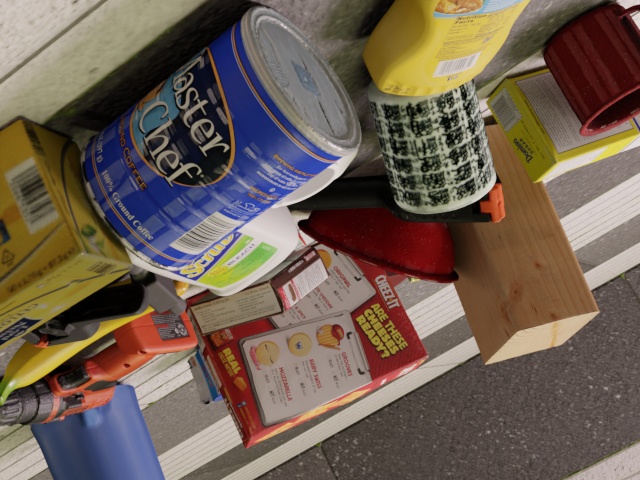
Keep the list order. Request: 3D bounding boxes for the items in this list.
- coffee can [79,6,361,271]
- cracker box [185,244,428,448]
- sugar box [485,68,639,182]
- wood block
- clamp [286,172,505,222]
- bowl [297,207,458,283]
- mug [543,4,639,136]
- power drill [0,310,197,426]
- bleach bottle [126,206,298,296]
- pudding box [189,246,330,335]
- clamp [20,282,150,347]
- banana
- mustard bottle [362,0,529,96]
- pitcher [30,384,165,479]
[{"bbox_3d":[-0.061,-0.060,0.650,0.140,0.103,0.102,-34,164,23],"label":"coffee can"},{"bbox_3d":[-0.018,0.104,1.155,0.213,0.164,0.072,-23,166,-16],"label":"cracker box"},{"bbox_3d":[0.249,-0.122,0.998,0.175,0.093,0.048,-17,163,-32],"label":"sugar box"},{"bbox_3d":[0.174,0.000,1.028,0.090,0.206,0.091,-12,157,-19],"label":"wood block"},{"bbox_3d":[0.089,-0.049,0.900,0.164,0.036,0.210,-24,-159,-33],"label":"clamp"},{"bbox_3d":[0.062,-0.014,1.003,0.161,0.162,0.055,1,111,-61],"label":"bowl"},{"bbox_3d":[0.251,-0.154,0.914,0.093,0.081,0.117,-17,162,-35],"label":"mug"},{"bbox_3d":[-0.231,0.126,1.073,0.188,0.057,0.184,-31,169,25],"label":"power drill"},{"bbox_3d":[-0.112,-0.011,0.808,0.103,0.068,0.250,-34,162,18],"label":"bleach bottle"},{"bbox_3d":[-0.060,0.050,1.053,0.114,0.039,0.089,-21,-169,37],"label":"pudding box"},{"bbox_3d":[-0.202,0.057,0.856,0.120,0.039,0.172,12,162,-10],"label":"clamp"},{"bbox_3d":[-0.205,0.079,0.951,0.198,0.070,0.037,-34,126,0],"label":"banana"},{"bbox_3d":[0.096,-0.163,0.662,0.096,0.058,0.192,-16,162,-21],"label":"mustard bottle"},{"bbox_3d":[-0.246,0.309,1.291,0.145,0.243,0.149,-32,164,24],"label":"pitcher"}]
